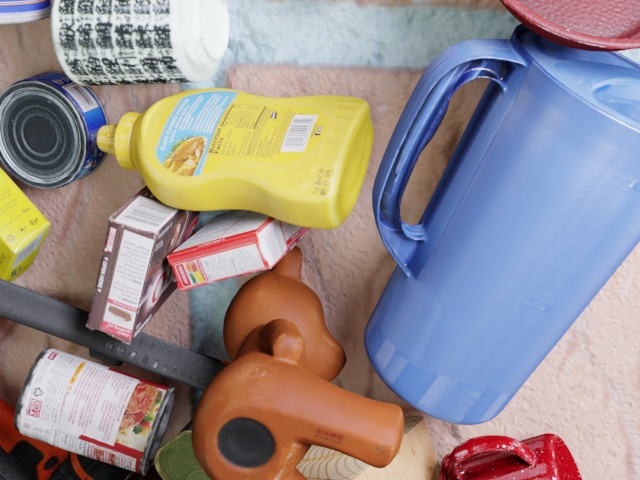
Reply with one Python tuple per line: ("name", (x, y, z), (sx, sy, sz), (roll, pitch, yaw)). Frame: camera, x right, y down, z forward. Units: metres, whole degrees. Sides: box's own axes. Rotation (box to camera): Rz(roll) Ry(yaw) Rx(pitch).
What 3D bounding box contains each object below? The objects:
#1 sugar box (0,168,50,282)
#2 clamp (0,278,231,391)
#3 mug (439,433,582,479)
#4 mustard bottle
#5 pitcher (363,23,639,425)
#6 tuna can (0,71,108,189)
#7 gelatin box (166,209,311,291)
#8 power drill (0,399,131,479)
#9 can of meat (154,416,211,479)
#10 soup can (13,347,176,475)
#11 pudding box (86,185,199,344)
("sugar box", (-0.289, -0.048, 0.826), (0.176, 0.048, 0.093), (45, 145, -1))
("clamp", (-0.164, 0.074, 0.818), (0.210, 0.165, 0.036), (21, 82, -9))
("mug", (0.133, 0.175, 0.740), (0.082, 0.093, 0.117), (-22, 120, 20))
("mustard bottle", (-0.066, -0.062, 0.731), (0.192, 0.096, 0.058), (7, 146, 18))
("pitcher", (0.114, -0.006, 0.664), (0.149, 0.144, 0.243), (39, 121, 20))
("tuna can", (-0.205, -0.083, 0.807), (0.086, 0.033, 0.086), (7, 110, 18))
("gelatin box", (-0.055, 0.001, 0.751), (0.073, 0.089, 0.030), (-14, 104, 24))
("power drill", (-0.239, 0.144, 0.879), (0.187, 0.057, 0.185), (44, 118, -4))
("can of meat", (-0.066, 0.173, 0.818), (0.058, 0.083, 0.102), (-36, 93, 26))
("soup can", (-0.167, 0.127, 0.796), (0.102, 0.068, 0.068), (18, 114, 2))
("pudding box", (-0.122, 0.008, 0.765), (0.039, 0.113, 0.090), (20, 114, 7))
